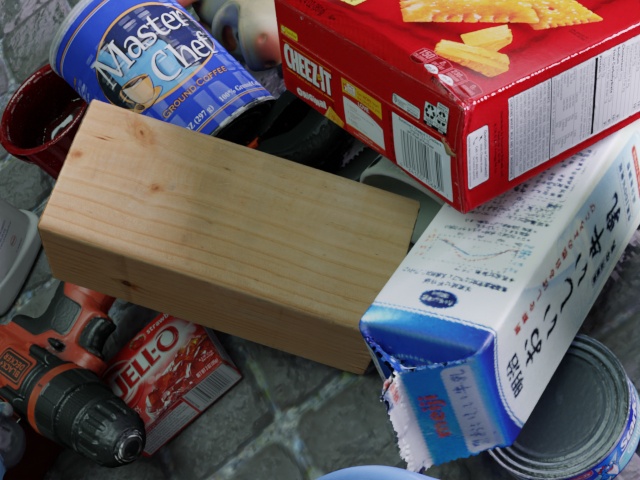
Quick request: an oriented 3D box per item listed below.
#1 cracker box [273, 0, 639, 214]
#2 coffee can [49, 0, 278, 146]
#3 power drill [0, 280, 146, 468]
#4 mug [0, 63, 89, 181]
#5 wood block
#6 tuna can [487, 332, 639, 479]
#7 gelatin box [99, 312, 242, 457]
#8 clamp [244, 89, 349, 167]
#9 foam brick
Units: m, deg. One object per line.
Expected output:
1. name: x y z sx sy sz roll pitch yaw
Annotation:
1. cracker box: 0.107 -0.120 0.601 0.213 0.072 0.164 -28 44 -22
2. coffee can: -0.115 -0.114 0.786 0.103 0.103 0.140 -45 81 0
3. power drill: -0.142 0.048 0.729 0.185 0.057 0.187 21 71 41
4. mug: -0.211 -0.086 0.881 0.117 0.081 0.093 -13 55 25
5. wood block: -0.054 0.001 0.653 0.206 0.091 0.090 17 67 0
6. tuna can: 0.130 0.095 0.583 0.086 0.033 0.086 -16 54 23
7. gelatin box: -0.108 0.093 0.736 0.089 0.030 0.073 -41 47 2
8. clamp: 0.016 -0.107 0.732 0.172 0.039 0.120 -27 35 30
9. foam brick: -0.233 0.142 0.769 0.078 0.053 0.051 24 75 41
